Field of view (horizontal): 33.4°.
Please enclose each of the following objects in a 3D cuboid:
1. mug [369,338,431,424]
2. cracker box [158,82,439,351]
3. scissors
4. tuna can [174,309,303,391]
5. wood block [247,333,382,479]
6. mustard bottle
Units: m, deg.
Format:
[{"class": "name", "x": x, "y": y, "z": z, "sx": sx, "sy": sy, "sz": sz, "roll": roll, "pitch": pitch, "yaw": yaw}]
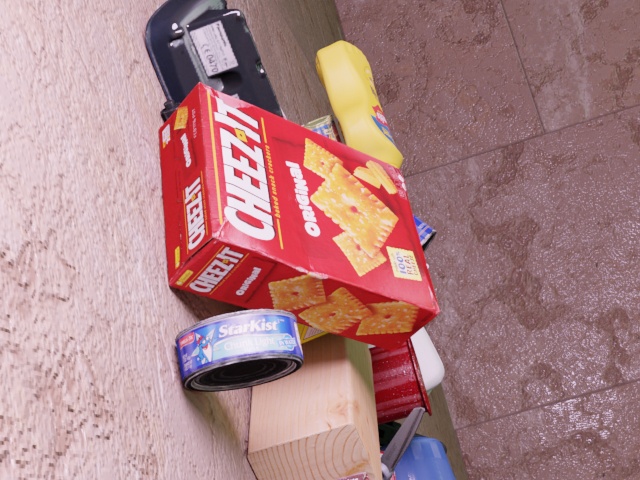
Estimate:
[{"class": "mug", "x": 0.071, "y": 0.161, "z": 1.160, "sx": 0.117, "sy": 0.081, "sz": 0.093, "roll": 67, "pitch": 9, "yaw": -53}, {"class": "cracker box", "x": -0.017, "y": -0.017, "z": 0.852, "sx": 0.213, "sy": 0.072, "sz": 0.164, "roll": 20, "pitch": 42, "yaw": -32}, {"class": "scissors", "x": 0.040, "y": 0.204, "z": 0.971, "sx": 0.016, "sy": 0.096, "sz": 0.202, "roll": -30, "pitch": 138, "yaw": -42}, {"class": "tuna can", "x": -0.055, "y": 0.077, "z": 0.734, "sx": 0.086, "sy": 0.086, "sz": 0.034, "roll": 51, "pitch": 25, "yaw": -68}, {"class": "wood block", "x": -0.004, "y": 0.140, "z": 0.933, "sx": 0.206, "sy": 0.091, "sz": 0.090, "roll": -92, "pitch": 163, "yaw": -61}, {"class": "mustard bottle", "x": 0.049, "y": -0.125, "z": 1.192, "sx": 0.096, "sy": 0.058, "sz": 0.192, "roll": 50, "pitch": 21, "yaw": -59}]
